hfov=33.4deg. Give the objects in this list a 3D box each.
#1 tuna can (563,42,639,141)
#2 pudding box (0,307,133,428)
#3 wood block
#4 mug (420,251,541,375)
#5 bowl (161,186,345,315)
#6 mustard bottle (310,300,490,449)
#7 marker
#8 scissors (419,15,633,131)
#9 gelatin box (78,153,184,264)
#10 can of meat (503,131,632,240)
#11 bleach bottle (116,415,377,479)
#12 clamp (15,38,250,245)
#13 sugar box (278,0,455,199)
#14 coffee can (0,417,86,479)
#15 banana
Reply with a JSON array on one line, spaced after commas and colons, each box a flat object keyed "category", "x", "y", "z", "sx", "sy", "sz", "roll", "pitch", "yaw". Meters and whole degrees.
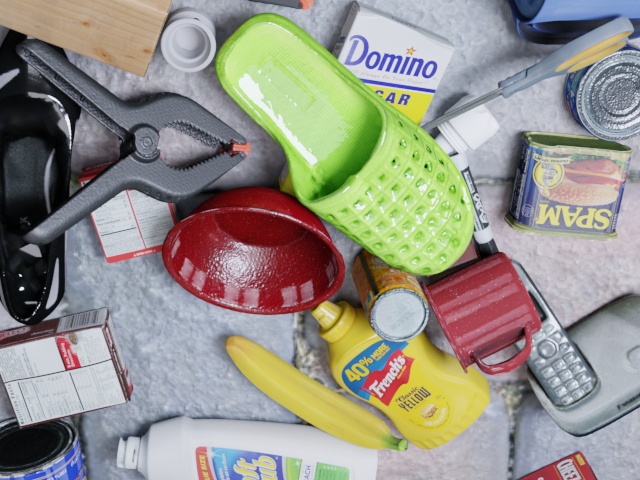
[{"category": "tuna can", "x": 0.263, "y": -0.132, "z": 0.950, "sx": 0.086, "sy": 0.034, "sz": 0.086, "roll": -2, "pitch": 113, "yaw": -4}, {"category": "pudding box", "x": -0.244, "y": 0.121, "z": 1.010, "sx": 0.113, "sy": 0.039, "sz": 0.090, "roll": -12, "pitch": 114, "yaw": 2}, {"category": "wood block", "x": -0.215, "y": -0.219, "z": 0.826, "sx": 0.206, "sy": 0.090, "sz": 0.090, "roll": 19, "pitch": 150, "yaw": -12}, {"category": "mug", "x": 0.151, "y": 0.070, "z": 0.961, "sx": 0.081, "sy": 0.117, "sz": 0.093, "roll": -27, "pitch": 134, "yaw": 5}, {"category": "bowl", "x": -0.056, "y": 0.001, "z": 0.945, "sx": 0.162, "sy": 0.055, "sz": 0.162, "roll": 5, "pitch": 144, "yaw": 3}, {"category": "mustard bottle", "x": 0.066, "y": 0.118, "z": 1.023, "sx": 0.191, "sy": 0.058, "sz": 0.096, "roll": 40, "pitch": 117, "yaw": -18}, {"category": "marker", "x": 0.143, "y": -0.028, "z": 0.991, "sx": 0.020, "sy": 0.020, "sz": 0.121, "roll": -22, "pitch": 112, "yaw": 4}, {"category": "scissors", "x": 0.175, "y": -0.134, "z": 0.901, "sx": 0.202, "sy": 0.096, "sz": 0.016, "roll": -27, "pitch": 83, "yaw": 34}, {"category": "gelatin box", "x": -0.168, "y": -0.030, "z": 0.958, "sx": 0.073, "sy": 0.030, "sz": 0.089, "roll": -13, "pitch": 113, "yaw": 2}, {"category": "can of meat", "x": 0.226, "y": -0.050, "z": 0.969, "sx": 0.102, "sy": 0.057, "sz": 0.084, "roll": 4, "pitch": 109, "yaw": -7}, {"category": "bleach bottle", "x": -0.074, "y": 0.228, "z": 1.057, "sx": 0.250, "sy": 0.068, "sz": 0.103, "roll": 6, "pitch": 110, "yaw": -5}, {"category": "clamp", "x": -0.157, "y": -0.069, "z": 0.893, "sx": 0.209, "sy": 0.036, "sz": 0.164, "roll": 8, "pitch": 82, "yaw": -32}, {"category": "sugar box", "x": 0.038, "y": -0.109, "z": 0.934, "sx": 0.093, "sy": 0.048, "sz": 0.176, "roll": 19, "pitch": 111, "yaw": -13}, {"category": "coffee can", "x": -0.273, "y": 0.254, "z": 1.028, "sx": 0.103, "sy": 0.103, "sz": 0.140, "roll": -6, "pitch": 113, "yaw": -2}, {"category": "banana", "x": -0.007, "y": 0.150, "z": 1.028, "sx": 0.198, "sy": 0.037, "sz": 0.070, "roll": 29, "pitch": 150, "yaw": 1}]
